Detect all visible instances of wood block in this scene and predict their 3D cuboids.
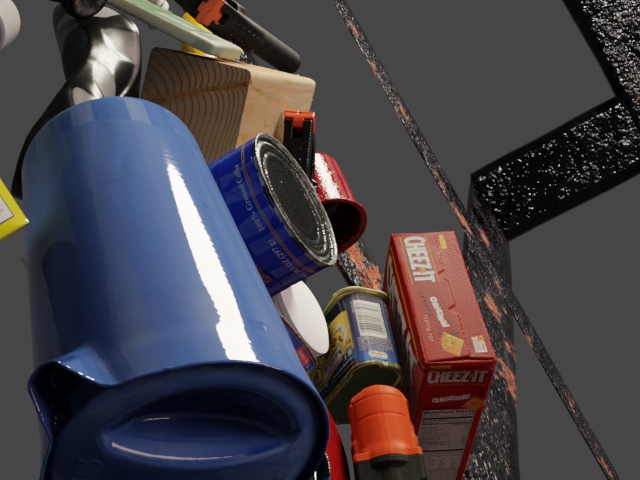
[{"bbox_3d":[-0.080,-0.115,0.956,0.206,0.091,0.090,-22,126,-74],"label":"wood block"}]

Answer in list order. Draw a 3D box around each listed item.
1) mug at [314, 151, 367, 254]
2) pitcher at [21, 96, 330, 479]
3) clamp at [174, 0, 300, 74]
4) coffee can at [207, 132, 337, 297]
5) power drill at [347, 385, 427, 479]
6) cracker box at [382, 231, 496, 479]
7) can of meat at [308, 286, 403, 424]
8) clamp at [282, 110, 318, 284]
[{"bbox_3d":[-0.017,-0.040,1.119,0.117,0.093,0.081,3,45,-28],"label":"mug"},{"bbox_3d":[-0.086,0.035,0.569,0.243,0.145,0.149,-115,-161,-46],"label":"pitcher"},{"bbox_3d":[-0.084,-0.206,1.008,0.164,0.036,0.210,34,8,-11],"label":"clamp"},{"bbox_3d":[-0.074,0.004,0.736,0.102,0.140,0.103,54,18,-26],"label":"coffee can"},{"bbox_3d":[0.057,0.227,0.780,0.184,0.057,0.188,-95,-179,-47],"label":"power drill"},{"bbox_3d":[0.095,0.123,1.009,0.164,0.072,0.214,-102,-167,-46],"label":"cracker box"},{"bbox_3d":[0.028,0.106,0.961,0.057,0.102,0.084,12,45,-26],"label":"can of meat"},{"bbox_3d":[-0.021,-0.032,0.978,0.120,0.039,0.171,-91,179,-53],"label":"clamp"}]
